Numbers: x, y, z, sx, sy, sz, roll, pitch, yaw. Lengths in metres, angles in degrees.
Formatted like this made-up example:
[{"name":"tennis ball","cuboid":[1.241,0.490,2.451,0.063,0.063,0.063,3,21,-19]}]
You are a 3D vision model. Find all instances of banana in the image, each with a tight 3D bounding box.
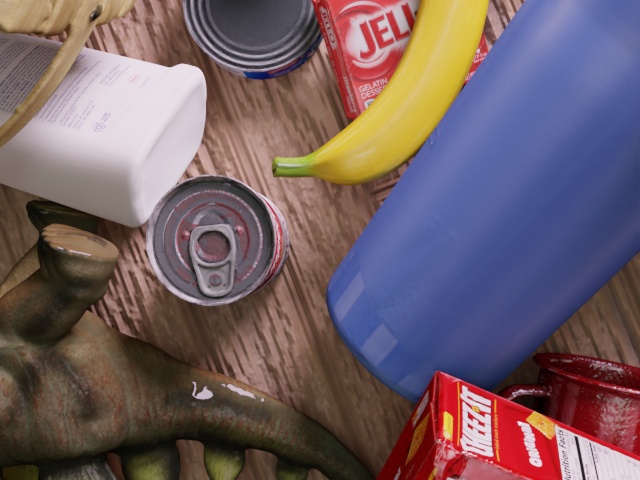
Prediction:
[{"name":"banana","cuboid":[0.051,-0.105,0.577,0.069,0.037,0.198,30,88,-18]}]

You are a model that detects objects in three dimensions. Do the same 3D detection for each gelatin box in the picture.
[{"name":"gelatin box","cuboid":[0.048,-0.116,0.611,0.089,0.030,0.073,-20,103,-13]}]

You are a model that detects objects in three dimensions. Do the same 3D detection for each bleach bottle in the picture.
[{"name":"bleach bottle","cuboid":[-0.200,-0.088,0.620,0.251,0.102,0.068,18,135,10]}]

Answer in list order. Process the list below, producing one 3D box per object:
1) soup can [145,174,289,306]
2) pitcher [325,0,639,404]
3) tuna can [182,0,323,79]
[{"name":"soup can","cuboid":[-0.054,0.001,0.598,0.068,0.102,0.068,0,89,3]},{"name":"pitcher","cuboid":[0.111,-0.032,0.557,0.243,0.149,0.145,-52,59,24]},{"name":"tuna can","cuboid":[-0.037,-0.140,0.633,0.086,0.033,0.086,0,89,3]}]
